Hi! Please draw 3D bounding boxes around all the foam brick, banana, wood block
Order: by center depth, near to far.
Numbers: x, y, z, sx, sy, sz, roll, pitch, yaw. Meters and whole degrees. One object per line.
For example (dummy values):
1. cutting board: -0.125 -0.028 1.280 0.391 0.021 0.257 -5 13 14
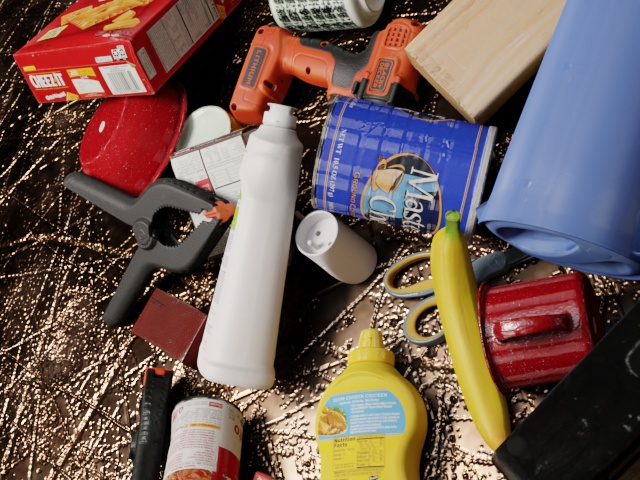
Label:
1. banana: 0.119 0.074 0.875 0.037 0.069 0.198 -14 89 7
2. wood block: 0.181 -0.205 0.940 0.206 0.090 0.090 -44 83 7
3. foam brick: -0.134 0.089 1.044 0.078 0.051 0.053 25 82 37

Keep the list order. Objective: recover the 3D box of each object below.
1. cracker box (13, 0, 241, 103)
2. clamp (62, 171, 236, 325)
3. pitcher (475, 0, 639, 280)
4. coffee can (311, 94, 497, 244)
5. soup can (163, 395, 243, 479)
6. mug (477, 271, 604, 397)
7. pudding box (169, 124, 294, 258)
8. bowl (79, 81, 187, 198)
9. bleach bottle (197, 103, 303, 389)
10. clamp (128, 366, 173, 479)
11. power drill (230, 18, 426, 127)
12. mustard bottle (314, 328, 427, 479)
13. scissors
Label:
1. cracker box: -0.204 -0.238 1.164 0.164 0.072 0.213 0 40 31
2. clamp: -0.167 0.002 1.064 0.210 0.036 0.164 -6 99 36
3. pitcher: 0.227 -0.097 0.807 0.149 0.145 0.243 19 84 0
4. coffee can: 0.073 -0.062 0.920 0.140 0.103 0.103 13 75 8
5. soup can: -0.105 0.199 0.953 0.069 0.068 0.102 -20 44 23
6. mug: 0.171 0.069 0.828 0.082 0.117 0.093 -12 75 21
7. pudding box: -0.088 -0.047 1.050 0.090 0.039 0.113 -16 102 24
8. bowl: -0.211 -0.111 1.144 0.162 0.055 0.162 -36 39 36
9. bleach bottle: -0.056 0.001 0.968 0.103 0.068 0.251 -158 79 -78
10. clamp: -0.162 0.204 1.001 0.120 0.039 0.171 115 165 -46
11. power drill: 0.005 -0.137 1.054 0.188 0.057 0.184 14 79 30
12. mustard bottle: 0.042 0.167 0.896 0.096 0.058 0.191 -11 64 26
13. scissors: 0.146 0.039 0.916 0.202 0.016 0.096 -9 66 29
